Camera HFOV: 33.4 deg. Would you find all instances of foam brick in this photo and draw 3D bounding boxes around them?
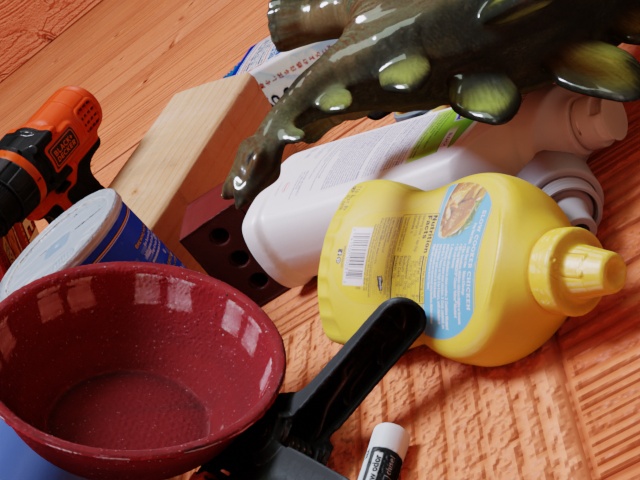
[{"bbox_3d":[-0.055,0.001,0.762,0.053,0.078,0.051,-32,23,20],"label":"foam brick"}]

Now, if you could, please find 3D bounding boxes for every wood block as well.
[{"bbox_3d":[-0.107,-0.037,0.877,0.090,0.090,0.206,-10,37,33],"label":"wood block"}]

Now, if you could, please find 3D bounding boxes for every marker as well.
[{"bbox_3d":[0.018,0.136,0.488,0.020,0.020,0.121,-22,29,37],"label":"marker"}]

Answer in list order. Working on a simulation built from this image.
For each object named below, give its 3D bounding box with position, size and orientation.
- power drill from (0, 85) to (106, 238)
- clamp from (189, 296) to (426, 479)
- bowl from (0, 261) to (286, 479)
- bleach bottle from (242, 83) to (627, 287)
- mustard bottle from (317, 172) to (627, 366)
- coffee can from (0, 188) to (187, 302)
[{"bbox_3d":[-0.204,-0.004,0.859,0.057,0.187,0.184,2,42,30],"label":"power drill"},{"bbox_3d":[-0.013,0.110,0.529,0.172,0.039,0.120,-43,16,35],"label":"clamp"},{"bbox_3d":[-0.101,0.077,0.567,0.162,0.162,0.055,-90,8,-58],"label":"bowl"},{"bbox_3d":[0.068,-0.039,0.664,0.251,0.068,0.102,-15,33,43],"label":"bleach bottle"},{"bbox_3d":[0.075,0.014,0.546,0.192,0.058,0.096,-1,75,56],"label":"mustard bottle"},{"bbox_3d":[-0.127,0.050,0.706,0.103,0.140,0.103,-34,24,17],"label":"coffee can"}]
